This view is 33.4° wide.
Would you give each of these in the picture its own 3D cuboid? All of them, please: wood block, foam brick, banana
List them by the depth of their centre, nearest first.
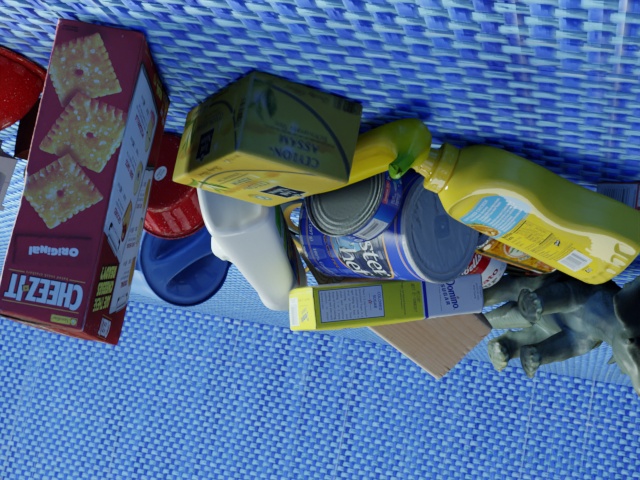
[{"bbox_3d":[0.039,-0.067,0.850,0.069,0.037,0.198,-26,-174,-21],"label":"banana"},{"bbox_3d":[-0.247,-0.097,1.023,0.078,0.051,0.053,16,169,-29],"label":"foam brick"},{"bbox_3d":[0.087,0.056,1.184,0.205,0.091,0.090,39,-169,-36],"label":"wood block"}]

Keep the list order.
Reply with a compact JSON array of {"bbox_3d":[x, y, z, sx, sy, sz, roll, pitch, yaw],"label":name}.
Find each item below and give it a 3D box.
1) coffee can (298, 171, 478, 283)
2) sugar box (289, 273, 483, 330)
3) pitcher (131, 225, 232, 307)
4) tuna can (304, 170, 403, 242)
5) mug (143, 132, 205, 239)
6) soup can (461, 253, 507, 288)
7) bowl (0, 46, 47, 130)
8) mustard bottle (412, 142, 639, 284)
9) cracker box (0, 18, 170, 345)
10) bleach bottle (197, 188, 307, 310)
[{"bbox_3d":[0.063,-0.014,1.007,0.102,0.103,0.141,19,168,-42],"label":"coffee can"},{"bbox_3d":[0.064,0.062,1.060,0.176,0.048,0.093,-2,176,-16],"label":"sugar box"},{"bbox_3d":[-0.245,0.018,1.485,0.149,0.145,0.243,46,158,-25],"label":"pitcher"},{"bbox_3d":[0.030,-0.042,0.931,0.086,0.086,0.033,3,170,41],"label":"tuna can"},{"bbox_3d":[-0.164,-0.057,1.051,0.117,0.093,0.081,3,166,4],"label":"mug"},{"bbox_3d":[0.156,0.012,1.165,0.069,0.068,0.102,5,170,31],"label":"soup can"},{"bbox_3d":[-0.311,-0.129,0.898,0.162,0.055,0.162,10,171,1],"label":"bowl"},{"bbox_3d":[0.160,-0.030,0.867,0.191,0.058,0.096,24,160,-5],"label":"mustard bottle"},{"bbox_3d":[-0.174,-0.036,0.803,0.072,0.213,0.164,11,171,0],"label":"cracker box"},{"bbox_3d":[-0.057,0.001,1.080,0.068,0.102,0.250,-14,154,5],"label":"bleach bottle"}]
